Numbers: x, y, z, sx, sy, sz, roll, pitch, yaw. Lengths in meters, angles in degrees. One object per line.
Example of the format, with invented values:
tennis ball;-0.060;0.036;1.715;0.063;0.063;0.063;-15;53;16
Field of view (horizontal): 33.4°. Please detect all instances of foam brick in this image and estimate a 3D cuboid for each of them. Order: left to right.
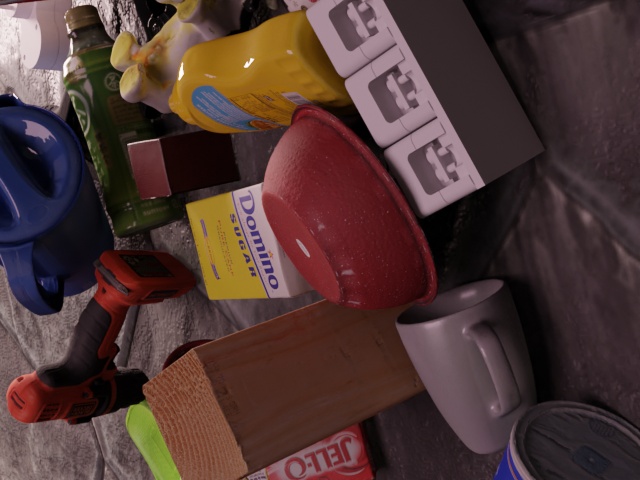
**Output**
foam brick;-0.120;-0.069;0.944;0.053;0.078;0.051;-2;100;50

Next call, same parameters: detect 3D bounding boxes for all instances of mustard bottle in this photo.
mustard bottle;-0.048;-0.115;0.776;0.192;0.096;0.058;-6;70;46

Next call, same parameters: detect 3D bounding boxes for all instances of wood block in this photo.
wood block;-0.010;0.100;0.773;0.091;0.205;0.090;-39;74;49

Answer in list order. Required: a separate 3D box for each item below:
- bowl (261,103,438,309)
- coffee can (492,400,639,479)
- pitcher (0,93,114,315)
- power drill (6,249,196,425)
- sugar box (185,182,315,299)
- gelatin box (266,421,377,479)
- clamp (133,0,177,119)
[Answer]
bowl;0.008;-0.009;0.720;0.162;0.055;0.162;50;164;20
coffee can;0.154;0.190;0.696;0.103;0.102;0.140;40;131;34
pitcher;-0.269;-0.015;1.020;0.145;0.149;0.243;32;165;9
power drill;-0.199;0.099;1.049;0.057;0.184;0.188;39;107;24
sugar box;-0.056;0.001;0.892;0.176;0.048;0.093;-9;96;66
gelatin box;-0.004;0.173;0.896;0.089;0.030;0.073;-15;91;9
clamp;-0.137;-0.184;0.950;0.120;0.039;0.171;-7;100;41
